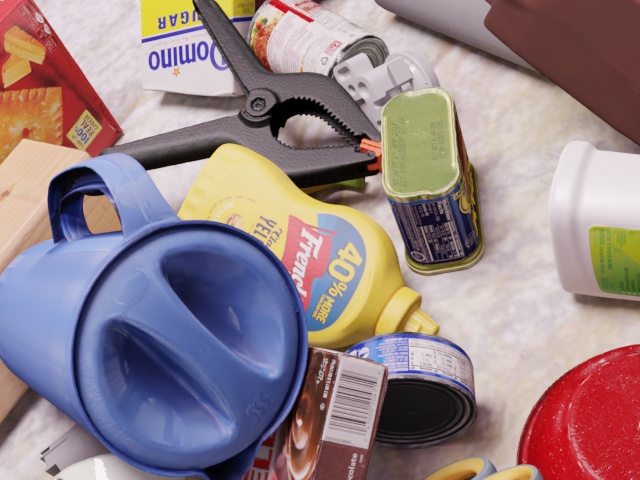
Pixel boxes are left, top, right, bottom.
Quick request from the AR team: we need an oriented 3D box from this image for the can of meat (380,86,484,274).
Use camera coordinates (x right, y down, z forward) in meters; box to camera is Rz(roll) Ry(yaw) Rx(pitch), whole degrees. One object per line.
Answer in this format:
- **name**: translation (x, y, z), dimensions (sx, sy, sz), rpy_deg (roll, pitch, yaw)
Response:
- **can of meat**: translation (0.076, -0.043, 0.737), dimensions (0.057, 0.084, 0.102), rpy_deg (-10, 51, 13)

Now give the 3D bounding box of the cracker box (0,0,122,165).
- **cracker box**: translation (-0.272, -0.071, 0.835), dimensions (0.072, 0.164, 0.213), rpy_deg (19, 63, 33)

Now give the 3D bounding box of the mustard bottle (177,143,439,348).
- **mustard bottle**: translation (-0.006, 0.018, 0.720), dimensions (0.192, 0.058, 0.096), rpy_deg (30, 96, 17)

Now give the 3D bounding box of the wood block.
- **wood block**: translation (-0.233, 0.034, 0.781), dimensions (0.091, 0.090, 0.206), rpy_deg (13, 60, 42)

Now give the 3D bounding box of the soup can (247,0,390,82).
- **soup can**: translation (-0.001, -0.151, 0.859), dimensions (0.068, 0.068, 0.102), rpy_deg (-43, 52, -14)

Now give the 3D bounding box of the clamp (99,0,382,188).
- **clamp**: translation (-0.044, -0.102, 0.800), dimensions (0.210, 0.036, 0.164), rpy_deg (14, 70, 15)

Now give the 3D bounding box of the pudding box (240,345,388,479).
- **pudding box**: translation (-0.010, 0.116, 0.600), dimensions (0.090, 0.039, 0.113), rpy_deg (3, 75, 60)

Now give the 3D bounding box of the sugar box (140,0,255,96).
- **sugar box**: translation (-0.102, -0.210, 0.882), dimensions (0.093, 0.176, 0.048), rpy_deg (7, 14, 25)

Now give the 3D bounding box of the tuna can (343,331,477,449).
- **tuna can**: translation (0.051, 0.091, 0.644), dimensions (0.086, 0.086, 0.033), rpy_deg (-9, 50, 14)

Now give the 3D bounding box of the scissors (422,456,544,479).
- **scissors**: translation (0.029, 0.169, 0.600), dimensions (0.202, 0.016, 0.096), rpy_deg (-24, 6, 1)

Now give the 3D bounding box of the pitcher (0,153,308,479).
- **pitcher**: translation (-0.123, 0.043, 0.644), dimensions (0.243, 0.144, 0.149), rpy_deg (2, 69, 60)
